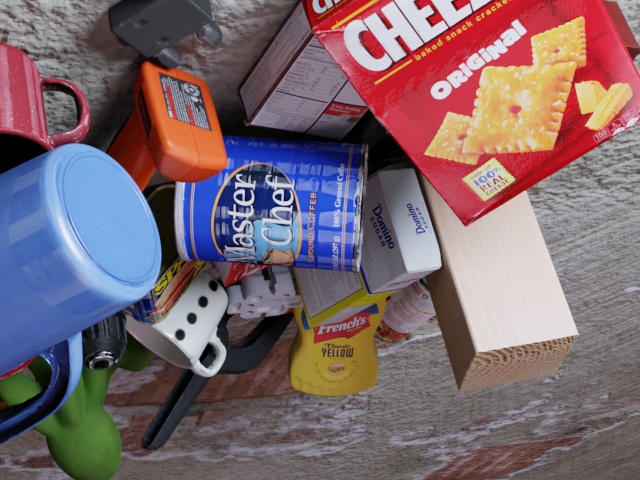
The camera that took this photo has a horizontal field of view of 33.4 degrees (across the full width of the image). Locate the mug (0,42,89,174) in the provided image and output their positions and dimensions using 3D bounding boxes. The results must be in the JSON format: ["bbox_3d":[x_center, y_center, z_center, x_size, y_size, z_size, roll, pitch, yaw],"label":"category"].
[{"bbox_3d":[-0.216,-0.082,0.722,0.117,0.081,0.093,-11,152,-7],"label":"mug"}]

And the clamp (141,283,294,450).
[{"bbox_3d":[-0.113,0.111,1.084,0.209,0.164,0.036,-14,-167,-34],"label":"clamp"}]

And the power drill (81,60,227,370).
[{"bbox_3d":[-0.141,-0.022,0.781,0.057,0.184,0.188,15,132,-37],"label":"power drill"}]

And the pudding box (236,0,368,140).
[{"bbox_3d":[0.003,-0.125,0.795,0.089,0.039,0.114,7,143,-31],"label":"pudding box"}]

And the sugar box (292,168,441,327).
[{"bbox_3d":[0.036,0.010,0.962,0.048,0.093,0.177,-7,165,-34],"label":"sugar box"}]

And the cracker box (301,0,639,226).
[{"bbox_3d":[0.111,-0.128,0.724,0.164,0.072,0.213,-32,131,15],"label":"cracker box"}]

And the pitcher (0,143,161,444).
[{"bbox_3d":[-0.224,0.040,0.710,0.243,0.145,0.149,-24,149,23],"label":"pitcher"}]

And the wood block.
[{"bbox_3d":[0.142,0.016,0.938,0.090,0.206,0.090,-10,152,-8],"label":"wood block"}]

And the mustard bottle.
[{"bbox_3d":[0.018,0.074,1.102,0.096,0.058,0.192,1,125,-5],"label":"mustard bottle"}]

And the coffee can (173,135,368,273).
[{"bbox_3d":[-0.036,-0.030,0.840,0.140,0.103,0.103,4,152,4],"label":"coffee can"}]

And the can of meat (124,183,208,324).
[{"bbox_3d":[-0.140,0.015,0.925,0.102,0.057,0.084,-53,166,-23],"label":"can of meat"}]

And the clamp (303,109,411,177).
[{"bbox_3d":[0.040,-0.075,0.905,0.172,0.039,0.120,-26,146,34],"label":"clamp"}]

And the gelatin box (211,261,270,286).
[{"bbox_3d":[-0.056,0.001,0.974,0.073,0.030,0.089,-24,161,-24],"label":"gelatin box"}]

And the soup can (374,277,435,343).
[{"bbox_3d":[0.096,0.058,1.143,0.068,0.068,0.102,8,144,-36],"label":"soup can"}]
